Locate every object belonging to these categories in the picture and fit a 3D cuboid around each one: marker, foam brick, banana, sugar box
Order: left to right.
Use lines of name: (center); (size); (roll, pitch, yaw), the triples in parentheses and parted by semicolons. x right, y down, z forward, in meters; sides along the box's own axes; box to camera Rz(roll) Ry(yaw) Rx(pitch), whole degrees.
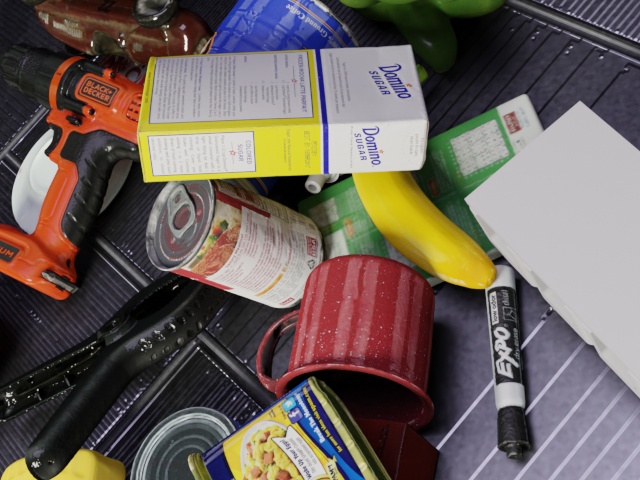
sugar box: (-0.024, -0.082, 0.682); (0.176, 0.048, 0.093); (0, 41, -2)
foam brick: (0.029, 0.146, 0.608); (0.053, 0.051, 0.078); (0, 61, 30)
banana: (0.057, -0.041, 0.700); (0.070, 0.037, 0.198); (-25, 51, 15)
marker: (0.110, 0.070, 0.630); (0.020, 0.020, 0.121); (-14, 55, 23)

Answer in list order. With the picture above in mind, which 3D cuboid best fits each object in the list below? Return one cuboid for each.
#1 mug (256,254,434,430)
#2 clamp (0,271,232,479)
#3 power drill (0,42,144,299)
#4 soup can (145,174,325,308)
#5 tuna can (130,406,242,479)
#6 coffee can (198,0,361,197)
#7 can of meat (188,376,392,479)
mug: (0.015, 0.064, 0.646); (0.117, 0.093, 0.081); (-10, 52, 28)
clamp: (-0.142, 0.074, 0.742); (0.209, 0.036, 0.165); (-43, 23, -24)
power drill: (-0.220, -0.061, 0.857); (0.185, 0.057, 0.187); (23, 82, 25)
soup can: (-0.055, 0.001, 0.708); (0.069, 0.102, 0.068); (-22, 57, 40)
tuna can: (-0.078, 0.150, 0.681); (0.086, 0.033, 0.086); (-15, 54, 22)
coffee can: (-0.049, -0.106, 0.783); (0.103, 0.102, 0.140); (25, 75, 39)
can of meat: (-0.010, 0.134, 0.566); (0.084, 0.057, 0.102); (-36, 51, 2)
